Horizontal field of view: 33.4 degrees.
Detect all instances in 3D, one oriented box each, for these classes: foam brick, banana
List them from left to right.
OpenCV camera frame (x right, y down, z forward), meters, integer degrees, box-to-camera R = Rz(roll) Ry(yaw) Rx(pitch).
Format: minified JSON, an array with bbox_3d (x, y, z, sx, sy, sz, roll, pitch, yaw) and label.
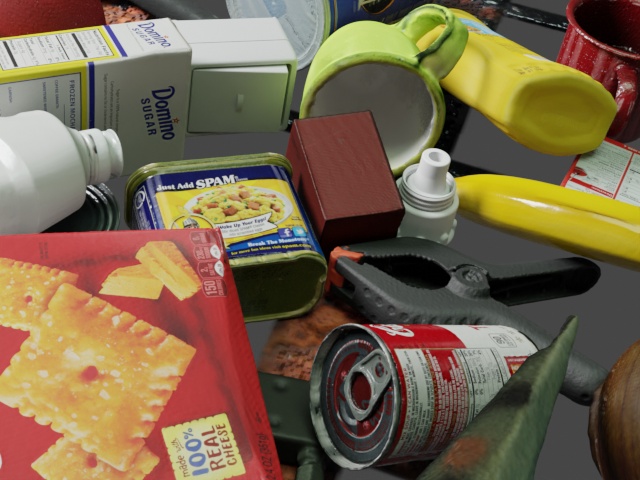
[{"bbox_3d":[0.013,-0.032,0.648,0.051,0.053,0.078,-7,60,-15],"label":"foam brick"},{"bbox_3d":[0.161,-0.007,0.651,0.198,0.069,0.037,18,82,18],"label":"banana"}]

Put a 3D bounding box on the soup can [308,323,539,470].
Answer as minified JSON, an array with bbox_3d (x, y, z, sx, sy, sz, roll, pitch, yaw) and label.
[{"bbox_3d":[0.055,0.075,0.524,0.102,0.069,0.068,3,39,-35],"label":"soup can"}]

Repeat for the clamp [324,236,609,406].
[{"bbox_3d":[0.091,0.030,0.624,0.171,0.039,0.120,20,30,7],"label":"clamp"}]

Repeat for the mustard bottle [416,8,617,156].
[{"bbox_3d":[0.117,-0.123,0.764,0.096,0.058,0.192,7,23,-32],"label":"mustard bottle"}]

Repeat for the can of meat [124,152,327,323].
[{"bbox_3d":[-0.054,0.001,0.609,0.102,0.057,0.084,-7,47,-18],"label":"can of meat"}]

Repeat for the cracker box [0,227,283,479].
[{"bbox_3d":[-0.133,0.076,0.462,0.213,0.072,0.164,-2,51,-18],"label":"cracker box"}]

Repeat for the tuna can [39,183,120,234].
[{"bbox_3d":[-0.158,-0.004,0.607,0.086,0.034,0.086,6,42,-6],"label":"tuna can"}]

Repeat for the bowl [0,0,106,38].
[{"bbox_3d":[-0.200,-0.165,0.700,0.162,0.055,0.162,31,10,-6],"label":"bowl"}]

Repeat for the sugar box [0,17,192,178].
[{"bbox_3d":[-0.168,-0.076,0.642,0.175,0.093,0.048,-14,48,-27],"label":"sugar box"}]

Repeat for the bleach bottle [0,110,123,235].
[{"bbox_3d":[-0.226,-0.031,0.544,0.250,0.068,0.103,-13,47,-30],"label":"bleach bottle"}]

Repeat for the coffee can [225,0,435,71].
[{"bbox_3d":[0.012,-0.198,0.809,0.103,0.103,0.140,37,47,26],"label":"coffee can"}]
